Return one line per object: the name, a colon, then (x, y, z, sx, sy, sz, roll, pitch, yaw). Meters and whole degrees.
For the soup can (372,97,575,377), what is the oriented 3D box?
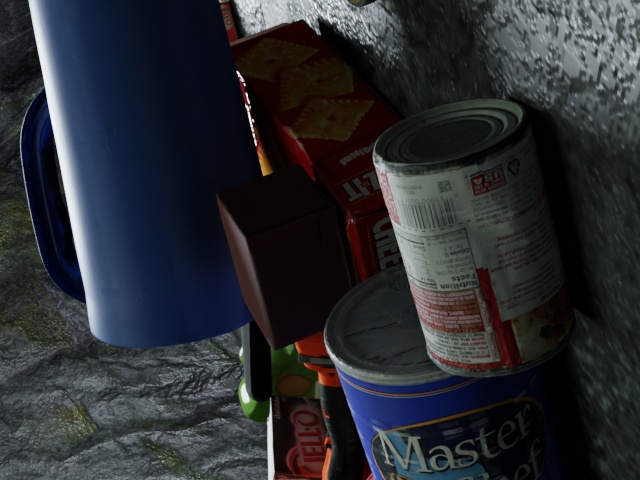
soup can: (0.067, -0.002, 0.460, 0.068, 0.068, 0.102, -132, 22, -64)

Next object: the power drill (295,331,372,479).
power drill: (0.027, 0.113, 0.868, 0.184, 0.057, 0.187, -76, -19, -53)

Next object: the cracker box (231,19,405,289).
cracker box: (0.016, -0.021, 0.684, 0.214, 0.072, 0.164, -124, 15, -48)

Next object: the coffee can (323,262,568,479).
coffee can: (0.070, 0.093, 0.557, 0.103, 0.102, 0.140, -130, 19, -61)

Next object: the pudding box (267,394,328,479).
pudding box: (-0.002, 0.188, 0.957, 0.113, 0.090, 0.039, -100, 18, -63)

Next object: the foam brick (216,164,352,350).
foam brick: (-0.018, 0.009, 0.585, 0.051, 0.053, 0.078, -129, 22, -53)

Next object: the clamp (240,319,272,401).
clamp: (-0.053, 0.025, 1.016, 0.036, 0.165, 0.210, 17, -150, -39)

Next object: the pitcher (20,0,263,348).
pitcher: (-0.113, -0.064, 0.667, 0.145, 0.149, 0.243, -147, 44, -67)
